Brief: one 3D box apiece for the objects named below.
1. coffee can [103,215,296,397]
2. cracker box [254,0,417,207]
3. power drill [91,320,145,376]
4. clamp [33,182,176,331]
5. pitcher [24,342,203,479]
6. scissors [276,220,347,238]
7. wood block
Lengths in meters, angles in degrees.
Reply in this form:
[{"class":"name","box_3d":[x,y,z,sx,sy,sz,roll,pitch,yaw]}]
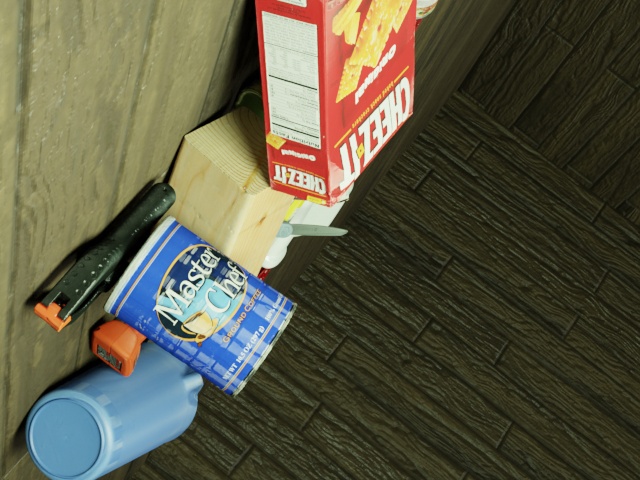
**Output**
[{"class":"coffee can","box_3d":[-0.107,0.059,0.954,0.103,0.140,0.103,-55,-176,5]},{"class":"cracker box","box_3d":[0.021,-0.160,0.907,0.164,0.072,0.214,-49,149,-39]},{"class":"power drill","box_3d":[-0.179,0.058,1.211,0.187,0.057,0.185,-50,176,-23]},{"class":"clamp","box_3d":[-0.194,0.028,0.936,0.171,0.039,0.120,-49,172,-44]},{"class":"pitcher","box_3d":[-0.257,0.210,1.272,0.149,0.145,0.242,-64,169,10]},{"class":"scissors","box_3d":[-0.058,0.001,1.193,0.201,0.016,0.096,22,105,-45]},{"class":"wood block","box_3d":[-0.100,-0.015,1.037,0.090,0.090,0.206,-34,159,-45]}]
